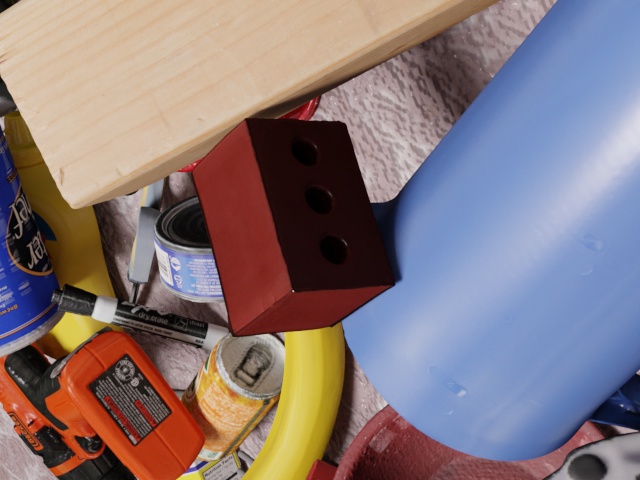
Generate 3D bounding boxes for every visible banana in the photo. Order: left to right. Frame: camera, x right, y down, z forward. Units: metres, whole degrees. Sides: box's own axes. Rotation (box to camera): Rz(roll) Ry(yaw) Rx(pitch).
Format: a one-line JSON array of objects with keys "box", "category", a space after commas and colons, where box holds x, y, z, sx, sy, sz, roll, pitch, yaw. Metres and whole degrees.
[{"box": [-0.020, 0.110, 0.664, 0.037, 0.069, 0.198, 35, 108, 45], "category": "banana"}]

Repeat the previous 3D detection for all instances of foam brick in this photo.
[{"box": [-0.012, -0.006, 0.441, 0.051, 0.052, 0.078, -40, 60, 49], "category": "foam brick"}]

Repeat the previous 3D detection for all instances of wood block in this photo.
[{"box": [-0.027, -0.101, 0.458, 0.206, 0.090, 0.091, -25, 93, 21], "category": "wood block"}]

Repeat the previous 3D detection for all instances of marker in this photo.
[{"box": [-0.122, 0.053, 0.723, 0.121, 0.020, 0.020, 17, 140, -15], "category": "marker"}]

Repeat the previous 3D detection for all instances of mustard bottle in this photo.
[{"box": [-0.202, -0.005, 0.793, 0.096, 0.058, 0.191, 18, 126, 40], "category": "mustard bottle"}]

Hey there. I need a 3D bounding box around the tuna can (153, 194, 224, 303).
[{"box": [-0.054, 0.001, 0.625, 0.086, 0.086, 0.034, 17, 125, 38], "category": "tuna can"}]

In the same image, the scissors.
[{"box": [-0.121, 0.000, 0.736, 0.202, 0.016, 0.096, 136, 143, -73], "category": "scissors"}]

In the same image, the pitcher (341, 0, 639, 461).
[{"box": [0.123, -0.021, 0.412, 0.243, 0.149, 0.145, -56, 48, 45], "category": "pitcher"}]

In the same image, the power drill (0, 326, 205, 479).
[{"box": [-0.157, 0.136, 0.755, 0.184, 0.057, 0.188, 53, 146, -12], "category": "power drill"}]

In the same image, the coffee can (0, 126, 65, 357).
[{"box": [-0.240, -0.001, 0.710, 0.103, 0.102, 0.140, 8, 121, 42], "category": "coffee can"}]

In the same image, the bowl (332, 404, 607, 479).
[{"box": [0.086, 0.155, 0.565, 0.162, 0.162, 0.055, 38, 173, 22], "category": "bowl"}]
